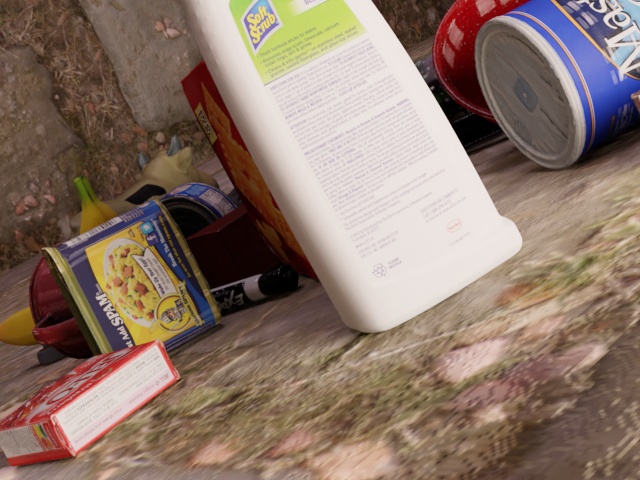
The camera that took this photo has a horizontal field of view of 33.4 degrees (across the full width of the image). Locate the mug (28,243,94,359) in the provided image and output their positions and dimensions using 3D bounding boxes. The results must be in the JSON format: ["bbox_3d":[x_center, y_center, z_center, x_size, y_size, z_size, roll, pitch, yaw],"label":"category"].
[{"bbox_3d":[-0.167,0.044,0.808,0.082,0.093,0.117,-14,14,37],"label":"mug"}]

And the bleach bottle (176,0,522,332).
[{"bbox_3d":[0.001,-0.085,0.527,0.102,0.251,0.068,-30,10,-16],"label":"bleach bottle"}]

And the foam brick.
[{"bbox_3d":[-0.056,0.001,0.843,0.078,0.051,0.053,-34,12,-34],"label":"foam brick"}]

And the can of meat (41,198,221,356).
[{"bbox_3d":[-0.126,0.032,0.721,0.083,0.102,0.058,-28,9,-18],"label":"can of meat"}]

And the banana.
[{"bbox_3d":[-0.216,0.035,0.914,0.198,0.070,0.037,-54,-17,29],"label":"banana"}]

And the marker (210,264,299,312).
[{"bbox_3d":[-0.060,0.038,0.751,0.121,0.020,0.020,-19,12,42],"label":"marker"}]

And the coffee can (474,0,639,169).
[{"bbox_3d":[0.184,-0.122,0.677,0.140,0.103,0.103,-29,9,-14],"label":"coffee can"}]

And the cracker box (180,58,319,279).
[{"bbox_3d":[-0.014,-0.056,0.687,0.072,0.164,0.214,-31,9,-10],"label":"cracker box"}]

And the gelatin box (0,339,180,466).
[{"bbox_3d":[-0.138,0.095,0.629,0.073,0.030,0.089,-18,13,45],"label":"gelatin box"}]

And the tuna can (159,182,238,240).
[{"bbox_3d":[-0.108,-0.005,0.916,0.086,0.086,0.033,-22,12,30],"label":"tuna can"}]

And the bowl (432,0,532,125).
[{"bbox_3d":[0.167,-0.135,0.797,0.162,0.055,0.162,-9,55,13],"label":"bowl"}]
